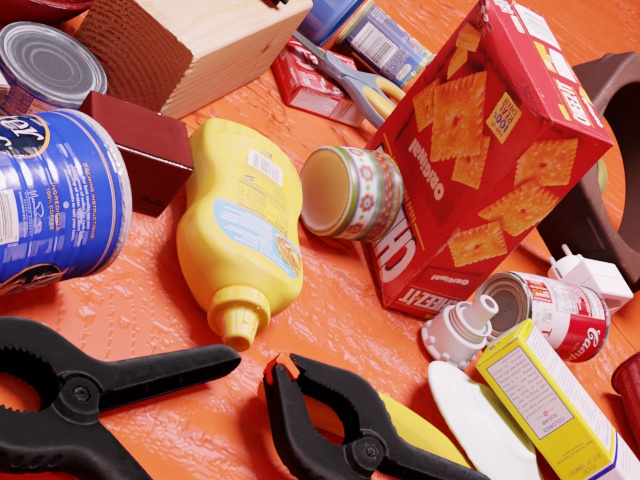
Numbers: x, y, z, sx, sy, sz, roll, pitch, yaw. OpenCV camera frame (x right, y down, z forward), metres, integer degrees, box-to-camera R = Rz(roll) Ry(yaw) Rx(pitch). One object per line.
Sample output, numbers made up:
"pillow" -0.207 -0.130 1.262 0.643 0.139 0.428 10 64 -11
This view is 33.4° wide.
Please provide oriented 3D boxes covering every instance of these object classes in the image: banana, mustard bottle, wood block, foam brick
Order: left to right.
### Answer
"foam brick" -0.136 -0.059 0.742 0.078 0.053 0.051 17 40 -33
"wood block" -0.102 -0.169 0.868 0.090 0.091 0.205 43 33 4
"mustard bottle" -0.055 0.001 0.746 0.096 0.058 0.191 36 32 -30
"banana" 0.048 0.139 0.710 0.198 0.037 0.069 39 33 -3

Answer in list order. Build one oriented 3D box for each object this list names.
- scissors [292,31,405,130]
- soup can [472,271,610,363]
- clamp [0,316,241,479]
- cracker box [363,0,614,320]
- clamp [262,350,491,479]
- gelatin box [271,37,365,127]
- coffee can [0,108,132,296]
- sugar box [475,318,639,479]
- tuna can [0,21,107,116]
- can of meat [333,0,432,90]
"scissors" 0.021 -0.164 0.997 0.202 0.016 0.096 46 29 3
"soup can" 0.187 0.065 0.907 0.102 0.069 0.068 12 43 -36
"clamp" -0.131 0.101 0.574 0.209 0.036 0.164 19 39 -27
"cracker box" 0.113 -0.065 0.851 0.072 0.214 0.164 17 40 -30
"clamp" 0.022 0.145 0.654 0.171 0.039 0.120 40 48 0
"gelatin box" 0.000 -0.151 1.004 0.089 0.030 0.073 14 42 -35
"coffee can" -0.191 -0.017 0.591 0.140 0.103 0.103 -16 63 -52
"sugar box" 0.190 0.145 0.802 0.176 0.048 0.093 56 17 5
"tuna can" -0.197 -0.116 0.763 0.086 0.034 0.086 26 36 -21
"can of meat" 0.064 -0.195 1.077 0.084 0.057 0.102 41 10 -5
